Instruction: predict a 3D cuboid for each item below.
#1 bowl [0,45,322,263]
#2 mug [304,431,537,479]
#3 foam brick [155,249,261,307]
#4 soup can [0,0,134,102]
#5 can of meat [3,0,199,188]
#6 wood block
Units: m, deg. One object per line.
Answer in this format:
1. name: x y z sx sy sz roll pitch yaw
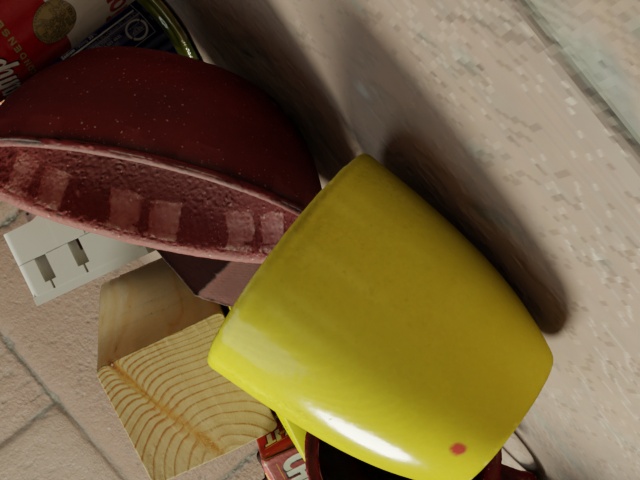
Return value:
1. bowl: -0.066 -0.037 0.443 0.162 0.055 0.162 11 167 2
2. mug: 0.051 0.108 0.538 0.117 0.093 0.081 12 171 3
3. foam brick: -0.054 0.001 0.607 0.053 0.051 0.078 47 -175 19
4. soup can: -0.124 -0.105 0.437 0.068 0.102 0.068 48 170 11
5. can of meat: -0.101 -0.066 0.527 0.057 0.084 0.102 43 168 33
6. wood block: -0.103 0.079 0.772 0.206 0.090 0.091 -130 16 -73
